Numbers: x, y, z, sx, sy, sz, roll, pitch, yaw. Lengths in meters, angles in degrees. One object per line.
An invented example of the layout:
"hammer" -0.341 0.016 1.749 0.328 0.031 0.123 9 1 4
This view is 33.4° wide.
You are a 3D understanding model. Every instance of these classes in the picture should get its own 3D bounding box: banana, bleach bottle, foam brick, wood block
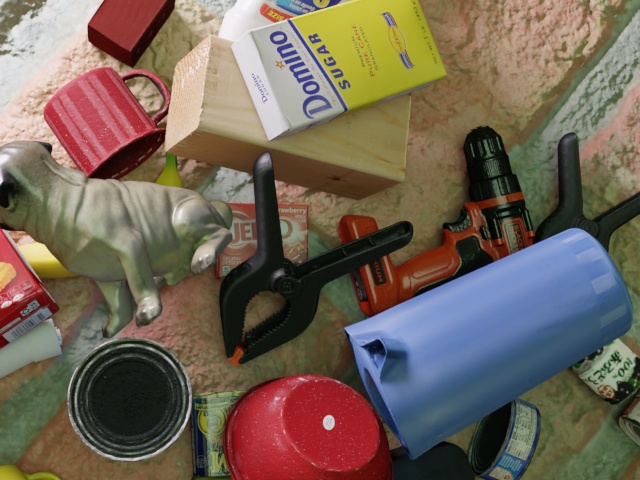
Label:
"banana" -0.202 -0.009 1.011 0.197 0.037 0.070 -34 75 -12
"bleach bottle" -0.015 -0.243 1.049 0.102 0.068 0.251 40 84 -30
"foam brick" -0.182 -0.215 1.027 0.051 0.053 0.078 33 80 -4
"wood block" -0.029 -0.108 0.988 0.205 0.091 0.090 13 74 -26

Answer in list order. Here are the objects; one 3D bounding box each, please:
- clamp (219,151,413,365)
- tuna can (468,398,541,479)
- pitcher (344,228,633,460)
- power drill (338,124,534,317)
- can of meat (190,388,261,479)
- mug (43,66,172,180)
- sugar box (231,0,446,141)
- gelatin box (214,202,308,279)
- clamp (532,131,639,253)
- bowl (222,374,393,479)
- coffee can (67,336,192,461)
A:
"clamp" -0.022 0.033 0.986 0.164 0.036 0.210 19 115 -18
"tuna can" 0.176 0.191 1.023 0.033 0.086 0.086 23 80 -8
"pitcher" 0.155 0.092 0.977 0.243 0.149 0.145 -26 101 -3
"power drill" 0.117 -0.009 1.050 0.187 0.057 0.184 -14 86 -11
"can of meat" -0.072 0.182 0.998 0.102 0.057 0.084 -2 81 -10
"mug" -0.194 -0.114 0.993 0.117 0.093 0.081 -36 85 0
"sugar box" 0.019 -0.159 0.941 0.175 0.048 0.093 -23 91 -29
"gelatin box" -0.057 0.001 1.034 0.089 0.030 0.073 2 83 -9
"clamp" 0.276 -0.013 1.087 0.120 0.039 0.171 20 87 -2
"bowl" 0.000 0.174 0.929 0.162 0.055 0.162 15 45 -15
"coffee can" -0.167 0.138 0.944 0.102 0.140 0.103 1 83 -9
